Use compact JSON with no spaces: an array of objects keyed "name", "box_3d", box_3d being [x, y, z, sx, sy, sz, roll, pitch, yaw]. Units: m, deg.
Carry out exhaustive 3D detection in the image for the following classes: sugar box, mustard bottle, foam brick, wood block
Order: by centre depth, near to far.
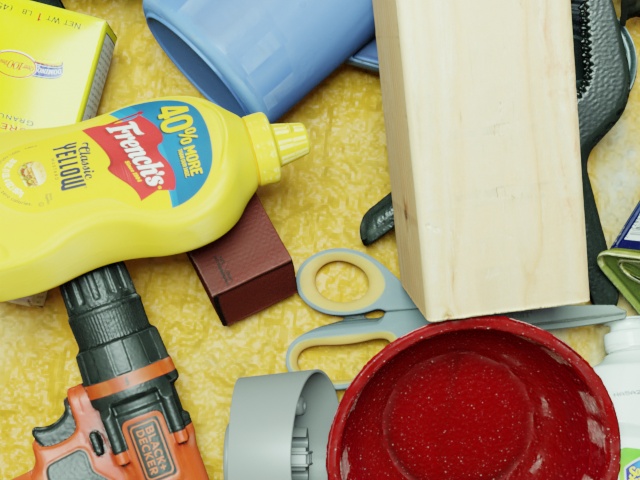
[{"name":"wood block","box_3d":[0.083,-0.071,0.577,0.090,0.091,0.206,-7,102,-4]},{"name":"mustard bottle","box_3d":[-0.099,-0.033,0.587,0.191,0.058,0.096,-15,53,-9]},{"name":"foam brick","box_3d":[-0.054,0.001,0.637,0.053,0.051,0.078,-25,68,-8]},{"name":"sugar box","box_3d":[-0.191,-0.055,0.640,0.093,0.048,0.176,14,83,0]}]

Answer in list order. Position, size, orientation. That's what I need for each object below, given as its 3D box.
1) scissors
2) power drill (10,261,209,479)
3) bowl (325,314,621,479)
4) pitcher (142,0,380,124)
[{"name":"scissors","box_3d":[0.072,0.033,0.645,0.202,0.016,0.096,-18,72,2]},{"name":"power drill","box_3d":[-0.166,0.114,0.596,0.187,0.057,0.184,-20,88,-6]},{"name":"bowl","box_3d":[0.082,0.114,0.603,0.162,0.055,0.162,0,101,-2]},{"name":"pitcher","box_3d":[0.019,-0.177,0.657,0.242,0.145,0.149,-45,60,-8]}]
